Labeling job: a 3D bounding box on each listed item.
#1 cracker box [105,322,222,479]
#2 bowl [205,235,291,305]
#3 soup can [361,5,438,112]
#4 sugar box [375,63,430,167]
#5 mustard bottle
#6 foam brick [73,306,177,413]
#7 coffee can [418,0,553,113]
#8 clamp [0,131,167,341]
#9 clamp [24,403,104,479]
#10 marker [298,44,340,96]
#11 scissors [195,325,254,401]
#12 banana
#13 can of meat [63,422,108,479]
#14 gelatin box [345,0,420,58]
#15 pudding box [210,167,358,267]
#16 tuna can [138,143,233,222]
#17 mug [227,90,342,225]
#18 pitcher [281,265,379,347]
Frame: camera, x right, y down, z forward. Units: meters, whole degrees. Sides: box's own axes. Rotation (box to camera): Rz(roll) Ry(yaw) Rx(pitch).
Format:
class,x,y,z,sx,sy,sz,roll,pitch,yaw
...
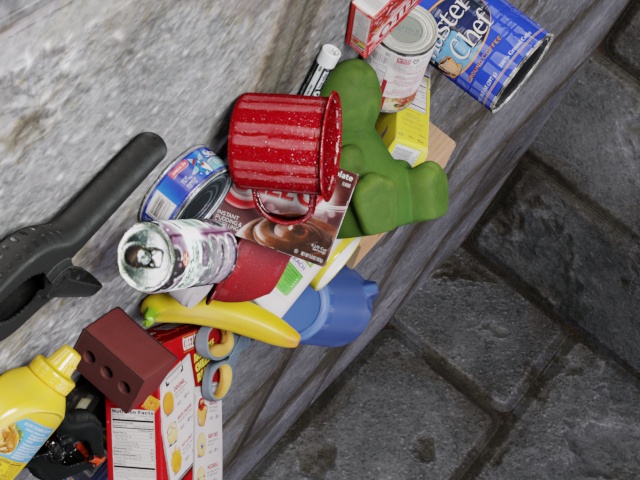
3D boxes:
class,x,y,z,sx,sy,sz,roll,pitch,yaw
cracker box,-0.164,0.202,1.130,0.164,0.072,0.214,-16,105,-73
bowl,-0.057,0.001,1.064,0.162,0.055,0.162,-156,-89,-83
soup can,0.077,-0.187,1.091,0.068,0.068,0.102,-46,168,-25
sugar box,0.084,-0.128,1.189,0.176,0.048,0.093,-86,-159,-46
mustard bottle,-0.267,0.164,0.879,0.191,0.058,0.096,-49,158,-7
foam brick,-0.185,0.112,0.998,0.051,0.078,0.053,-39,165,-54
coffee can,0.159,-0.217,1.128,0.102,0.140,0.103,-48,169,-12
clamp,-0.195,0.023,0.752,0.209,0.036,0.165,-45,169,-47
clamp,-0.261,0.193,0.996,0.120,0.039,0.171,-40,149,-9
marker,-0.013,-0.136,1.021,0.020,0.020,0.121,-39,164,-49
scissors,-0.093,0.133,1.204,0.201,0.016,0.096,22,71,-69
banana,-0.111,0.080,1.102,0.197,0.070,0.037,10,125,-39
can of meat,-0.256,0.262,1.290,0.084,0.057,0.102,-50,170,10
gelatin box,0.064,-0.225,1.006,0.089,0.030,0.073,-47,169,-17
pudding box,-0.033,-0.036,0.962,0.039,0.113,0.090,-156,-94,-85
tuna can,-0.112,-0.038,0.903,0.086,0.034,0.086,-48,170,-12
mug,-0.030,-0.070,0.898,0.093,0.081,0.117,-58,151,-69
pitcher,-0.021,0.096,1.559,0.149,0.145,0.242,-63,165,3
